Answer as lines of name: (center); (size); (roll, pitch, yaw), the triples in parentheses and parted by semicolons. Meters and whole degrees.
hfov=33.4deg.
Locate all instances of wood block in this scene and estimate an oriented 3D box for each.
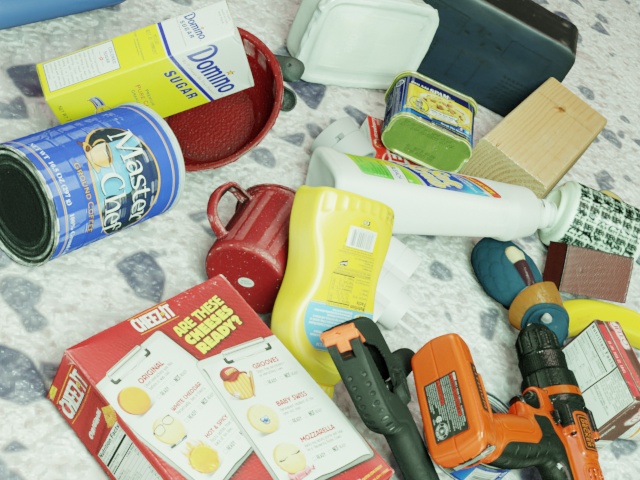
wood block: (0.240, -0.098, 1.226); (0.091, 0.090, 0.205); (40, 42, 9)

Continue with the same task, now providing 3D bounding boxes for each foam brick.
foam brick: (0.283, 0.033, 1.130); (0.078, 0.051, 0.053); (11, 1, -10)

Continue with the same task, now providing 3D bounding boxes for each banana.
banana: (0.293, 0.094, 1.117); (0.197, 0.037, 0.069); (1, 65, -30)

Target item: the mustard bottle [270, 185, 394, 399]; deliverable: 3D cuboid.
mustard bottle: (0.005, 0.056, 0.890); (0.096, 0.058, 0.191); (16, 84, -45)

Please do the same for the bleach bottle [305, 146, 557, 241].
bleach bottle: (0.117, -0.040, 1.068); (0.250, 0.068, 0.103); (5, 21, -19)

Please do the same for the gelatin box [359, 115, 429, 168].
gelatin box: (0.082, -0.089, 1.162); (0.073, 0.030, 0.089); (14, 44, -21)

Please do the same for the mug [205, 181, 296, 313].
mug: (-0.056, 0.001, 0.935); (0.117, 0.093, 0.081); (52, 42, -20)

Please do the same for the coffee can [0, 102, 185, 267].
coffee can: (-0.198, -0.049, 0.889); (0.103, 0.103, 0.140); (47, 43, 15)

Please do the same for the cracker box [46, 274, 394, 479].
cracker box: (-0.075, 0.147, 0.803); (0.214, 0.072, 0.163); (46, 42, 16)

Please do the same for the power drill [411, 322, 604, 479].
power drill: (0.161, 0.136, 0.901); (0.187, 0.057, 0.184); (20, 45, -38)

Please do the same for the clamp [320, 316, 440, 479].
clamp: (0.052, 0.114, 0.857); (0.164, 0.036, 0.210); (-98, 162, -44)

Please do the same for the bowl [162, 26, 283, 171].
bowl: (-0.112, -0.128, 1.024); (0.162, 0.055, 0.162); (-2, 68, 5)

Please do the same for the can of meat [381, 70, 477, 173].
can of meat: (0.117, -0.125, 1.152); (0.102, 0.058, 0.084); (24, 40, -10)

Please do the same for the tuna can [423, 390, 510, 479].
tuna can: (0.136, 0.172, 0.940); (0.086, 0.034, 0.086); (18, 43, -18)

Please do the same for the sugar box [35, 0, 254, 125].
sugar box: (-0.153, -0.147, 0.955); (0.176, 0.093, 0.048); (-18, 67, 0)
